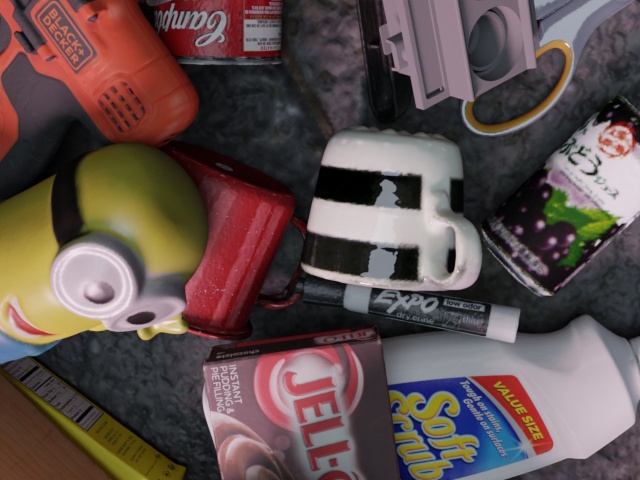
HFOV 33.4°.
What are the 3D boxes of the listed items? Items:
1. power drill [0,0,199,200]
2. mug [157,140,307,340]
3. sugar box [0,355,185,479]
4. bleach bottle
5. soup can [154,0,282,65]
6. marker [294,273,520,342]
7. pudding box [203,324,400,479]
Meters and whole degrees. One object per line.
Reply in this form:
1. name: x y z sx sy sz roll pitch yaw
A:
1. power drill: -0.173 -0.094 0.552 0.188 0.057 0.184 -33 93 34
2. mug: -0.054 0.001 0.580 0.117 0.093 0.081 19 100 -24
3. sugar box: -0.178 0.127 0.637 0.176 0.048 0.093 35 104 -3
4. bleach bottle: 0.069 0.089 0.595 0.251 0.068 0.102 -16 100 7
5. soup can: -0.053 -0.144 0.553 0.068 0.068 0.102 3 103 6
6. marker: 0.045 0.034 0.573 0.121 0.020 0.020 10 103 10
7. pudding box: -0.006 0.105 0.548 0.090 0.039 0.113 -8 101 3
